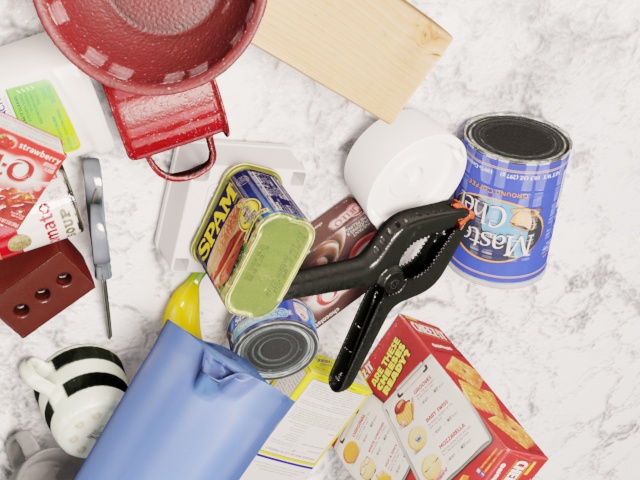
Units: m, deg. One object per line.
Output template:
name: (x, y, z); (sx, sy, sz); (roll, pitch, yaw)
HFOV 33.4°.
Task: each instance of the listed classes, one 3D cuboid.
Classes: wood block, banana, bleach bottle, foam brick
wood block: (-0.008, -0.187, 0.843); (0.205, 0.090, 0.091); (24, 108, -37)
banana: (-0.112, 0.113, 1.030); (0.069, 0.037, 0.198); (-22, 129, -12)
bleach bottle: (-0.289, -0.072, 0.798); (0.250, 0.068, 0.102); (-22, 129, -9)
foam brick: (-0.239, 0.033, 0.901); (0.078, 0.051, 0.053); (-36, 131, -1)

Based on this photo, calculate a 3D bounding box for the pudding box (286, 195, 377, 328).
pudding box: (0.010, 0.023, 1.029); (0.113, 0.039, 0.090); (-35, 132, 0)

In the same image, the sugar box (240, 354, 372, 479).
sugar box: (-0.033, 0.201, 1.126); (0.093, 0.048, 0.176); (24, 112, -37)

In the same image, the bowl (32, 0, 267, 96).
bowl: (-0.112, -0.182, 0.725); (0.162, 0.055, 0.162); (1, 107, 3)

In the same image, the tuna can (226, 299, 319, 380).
tuna can: (-0.045, 0.094, 1.011); (0.086, 0.034, 0.086); (-7, 134, -8)

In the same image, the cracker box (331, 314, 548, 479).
cracker box: (0.109, 0.206, 1.090); (0.072, 0.214, 0.164); (20, 111, -37)

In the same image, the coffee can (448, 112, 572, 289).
coffee can: (0.179, -0.039, 1.030); (0.102, 0.103, 0.140); (-10, 125, -21)

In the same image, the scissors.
scissors: (-0.184, 0.028, 0.904); (0.016, 0.096, 0.202); (-6, 122, -11)

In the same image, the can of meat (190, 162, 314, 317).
can of meat: (-0.056, 0.001, 0.875); (0.057, 0.084, 0.102); (13, 115, -33)

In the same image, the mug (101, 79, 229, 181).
mug: (-0.121, -0.102, 0.841); (0.081, 0.093, 0.117); (-20, 112, -8)

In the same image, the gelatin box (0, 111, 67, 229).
gelatin box: (-0.241, -0.056, 0.770); (0.089, 0.030, 0.073); (25, 113, -35)

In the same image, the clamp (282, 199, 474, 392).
clamp: (0.058, 0.041, 0.988); (0.209, 0.036, 0.164); (-34, 133, -13)

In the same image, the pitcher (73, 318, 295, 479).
pitcher: (-0.138, 0.201, 0.925); (0.149, 0.145, 0.243); (40, 80, -42)

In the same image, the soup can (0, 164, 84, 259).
soup can: (-0.248, -0.022, 0.849); (0.102, 0.069, 0.068); (-19, 128, -15)
